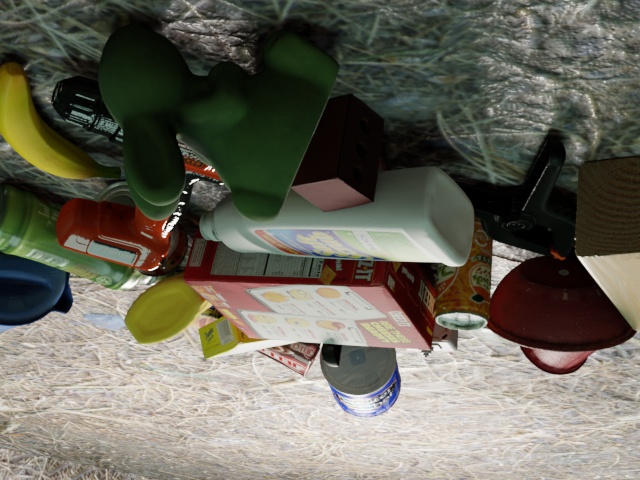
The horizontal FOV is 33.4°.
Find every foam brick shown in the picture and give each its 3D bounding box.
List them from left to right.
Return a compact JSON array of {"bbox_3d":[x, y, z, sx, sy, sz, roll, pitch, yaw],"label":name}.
[{"bbox_3d":[0.014,-0.071,0.880,0.051,0.078,0.052,-7,155,36],"label":"foam brick"}]

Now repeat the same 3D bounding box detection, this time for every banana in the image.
[{"bbox_3d":[-0.250,-0.101,0.951,0.070,0.037,0.197,-17,155,10],"label":"banana"}]

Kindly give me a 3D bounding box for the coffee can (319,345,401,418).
[{"bbox_3d":[0.058,0.180,1.476,0.103,0.103,0.140,3,159,9],"label":"coffee can"}]

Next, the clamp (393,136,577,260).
[{"bbox_3d":[0.187,-0.033,0.979,0.165,0.036,0.209,-13,151,41],"label":"clamp"}]

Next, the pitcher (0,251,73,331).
[{"bbox_3d":[-0.403,0.044,1.257,0.144,0.149,0.243,-15,177,-34],"label":"pitcher"}]

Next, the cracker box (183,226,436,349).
[{"bbox_3d":[-0.006,0.046,1.082,0.214,0.072,0.164,0,154,24],"label":"cracker box"}]

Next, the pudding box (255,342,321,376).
[{"bbox_3d":[-0.058,0.135,1.439,0.113,0.039,0.090,29,159,5],"label":"pudding box"}]

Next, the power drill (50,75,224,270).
[{"bbox_3d":[-0.167,-0.056,0.938,0.184,0.057,0.188,18,138,-23],"label":"power drill"}]

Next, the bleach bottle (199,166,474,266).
[{"bbox_3d":[0.004,-0.016,0.963,0.251,0.068,0.102,-3,155,31],"label":"bleach bottle"}]

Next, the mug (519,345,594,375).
[{"bbox_3d":[0.292,0.093,1.218,0.117,0.093,0.082,-19,162,-21],"label":"mug"}]

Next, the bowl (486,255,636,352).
[{"bbox_3d":[0.247,0.057,1.101,0.162,0.055,0.162,-1,-159,0],"label":"bowl"}]

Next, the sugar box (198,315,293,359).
[{"bbox_3d":[-0.052,0.106,1.321,0.175,0.048,0.094,-9,170,-34],"label":"sugar box"}]

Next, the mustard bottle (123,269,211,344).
[{"bbox_3d":[-0.139,0.055,1.190,0.096,0.058,0.191,-36,-179,20],"label":"mustard bottle"}]

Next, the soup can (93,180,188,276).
[{"bbox_3d":[-0.188,-0.011,1.110,0.069,0.068,0.102,0,157,18],"label":"soup can"}]
